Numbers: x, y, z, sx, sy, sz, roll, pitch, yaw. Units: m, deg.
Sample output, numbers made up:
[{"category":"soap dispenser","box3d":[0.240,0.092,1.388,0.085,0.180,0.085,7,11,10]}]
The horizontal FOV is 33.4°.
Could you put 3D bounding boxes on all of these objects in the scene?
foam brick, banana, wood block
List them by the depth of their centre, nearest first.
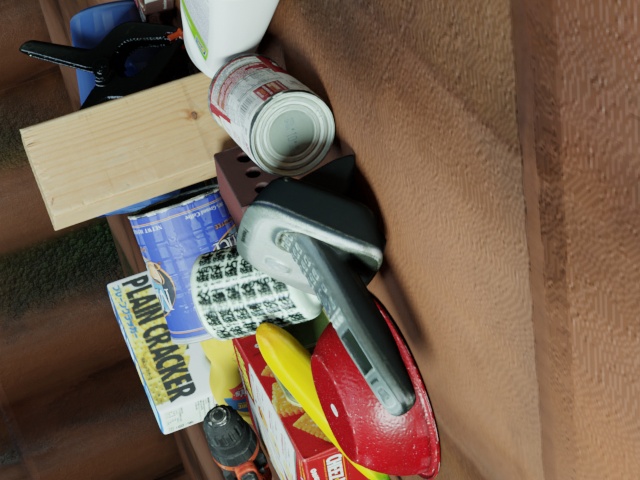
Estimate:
[{"category":"banana","box3d":[0.005,0.142,0.942,0.197,0.037,0.070,51,167,-13]},{"category":"foam brick","box3d":[-0.059,-0.045,0.979,0.051,0.053,0.078,87,158,-48]},{"category":"wood block","box3d":[-0.173,-0.089,1.028,0.090,0.206,0.091,150,100,-76]}]

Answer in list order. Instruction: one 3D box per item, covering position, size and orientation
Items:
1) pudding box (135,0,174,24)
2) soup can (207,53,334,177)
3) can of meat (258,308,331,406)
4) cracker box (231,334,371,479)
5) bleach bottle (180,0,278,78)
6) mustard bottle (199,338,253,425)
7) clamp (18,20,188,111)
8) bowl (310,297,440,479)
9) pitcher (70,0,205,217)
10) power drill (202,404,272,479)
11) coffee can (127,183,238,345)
[{"category":"pudding box","box3d":[-0.189,-0.295,1.154,0.114,0.039,0.090,122,128,-72]},{"category":"soup can","box3d":[-0.038,-0.096,0.805,0.102,0.068,0.068,-133,27,-57]},{"category":"can of meat","box3d":[-0.021,0.091,1.014,0.084,0.057,0.102,89,156,-46]},{"category":"cracker box","box3d":[-0.019,0.194,1.109,0.214,0.072,0.164,-125,20,-48]},{"category":"bleach bottle","box3d":[-0.081,-0.194,0.847,0.251,0.068,0.102,142,108,-77]},{"category":"mustard bottle","box3d":[-0.083,0.150,1.235,0.058,0.096,0.191,-125,21,-45]},{"category":"clamp","box3d":[-0.230,-0.168,1.156,0.036,0.210,0.164,23,-125,-66]},{"category":"bowl","box3d":[0.035,0.125,0.854,0.162,0.055,0.162,160,90,-76]},{"category":"pitcher","box3d":[-0.214,-0.152,1.243,0.144,0.149,0.243,-16,-85,-67]},{"category":"power drill","box3d":[-0.061,0.276,1.121,0.184,0.057,0.188,71,172,-55]},{"category":"coffee can","box3d":[-0.127,0.024,1.103,0.103,0.102,0.140,-166,56,-73]}]
